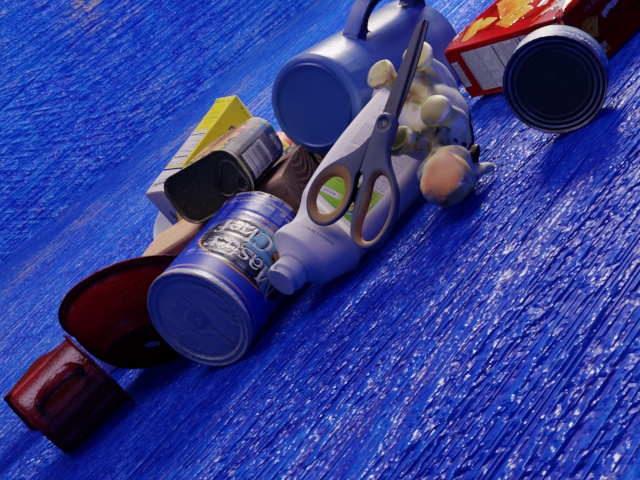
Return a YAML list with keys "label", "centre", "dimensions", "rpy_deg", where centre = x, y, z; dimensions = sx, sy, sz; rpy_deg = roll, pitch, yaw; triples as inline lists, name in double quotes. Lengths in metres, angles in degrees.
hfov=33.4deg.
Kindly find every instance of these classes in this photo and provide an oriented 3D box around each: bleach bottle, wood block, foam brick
- label: "bleach bottle"
  centre: [0.029, -0.046, 0.992]
  dimensions: [0.250, 0.103, 0.068]
  rpy_deg: [-48, -27, -32]
- label: "wood block"
  centre: [-0.083, -0.001, 1.121]
  dimensions: [0.206, 0.091, 0.090]
  rpy_deg: [-30, 16, 26]
- label: "foam brick"
  centre: [-0.308, 0.166, 1.208]
  dimensions: [0.051, 0.053, 0.078]
  rpy_deg: [-29, 16, 29]

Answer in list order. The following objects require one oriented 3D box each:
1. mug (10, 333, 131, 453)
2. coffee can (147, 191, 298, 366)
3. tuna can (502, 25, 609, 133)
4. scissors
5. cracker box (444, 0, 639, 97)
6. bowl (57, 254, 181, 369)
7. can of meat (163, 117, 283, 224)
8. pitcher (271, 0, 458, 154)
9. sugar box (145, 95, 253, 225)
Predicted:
- label: "mug"
  centre: [-0.244, 0.148, 1.026]
  dimensions: [0.081, 0.093, 0.117]
  rpy_deg: [-46, -9, -15]
- label: "coffee can"
  centre: [-0.081, 0.033, 0.987]
  dimensions: [0.103, 0.103, 0.140]
  rpy_deg: [-25, 18, 38]
- label: "tuna can"
  centre: [0.197, -0.135, 0.890]
  dimensions: [0.086, 0.086, 0.033]
  rpy_deg: [-28, 15, 31]
- label: "scissors"
  centre: [0.038, -0.091, 0.917]
  dimensions: [0.096, 0.202, 0.016]
  rpy_deg: [2, -10, 30]
- label: "cracker box"
  centre: [0.248, -0.233, 1.099]
  dimensions: [0.164, 0.072, 0.214]
  rpy_deg: [-43, 16, -19]
- label: "bowl"
  centre: [-0.173, 0.081, 1.049]
  dimensions: [0.162, 0.161, 0.055]
  rpy_deg: [-32, 58, 19]
- label: "can of meat"
  centre: [-0.094, -0.072, 1.071]
  dimensions: [0.102, 0.057, 0.083]
  rpy_deg: [-25, 17, 36]
- label: "pitcher"
  centre: [0.051, -0.189, 1.176]
  dimensions: [0.145, 0.149, 0.242]
  rpy_deg: [-33, 2, 37]
- label: "sugar box"
  centre: [-0.137, -0.091, 1.357]
  dimensions: [0.048, 0.093, 0.176]
  rpy_deg: [-5, 45, 44]
